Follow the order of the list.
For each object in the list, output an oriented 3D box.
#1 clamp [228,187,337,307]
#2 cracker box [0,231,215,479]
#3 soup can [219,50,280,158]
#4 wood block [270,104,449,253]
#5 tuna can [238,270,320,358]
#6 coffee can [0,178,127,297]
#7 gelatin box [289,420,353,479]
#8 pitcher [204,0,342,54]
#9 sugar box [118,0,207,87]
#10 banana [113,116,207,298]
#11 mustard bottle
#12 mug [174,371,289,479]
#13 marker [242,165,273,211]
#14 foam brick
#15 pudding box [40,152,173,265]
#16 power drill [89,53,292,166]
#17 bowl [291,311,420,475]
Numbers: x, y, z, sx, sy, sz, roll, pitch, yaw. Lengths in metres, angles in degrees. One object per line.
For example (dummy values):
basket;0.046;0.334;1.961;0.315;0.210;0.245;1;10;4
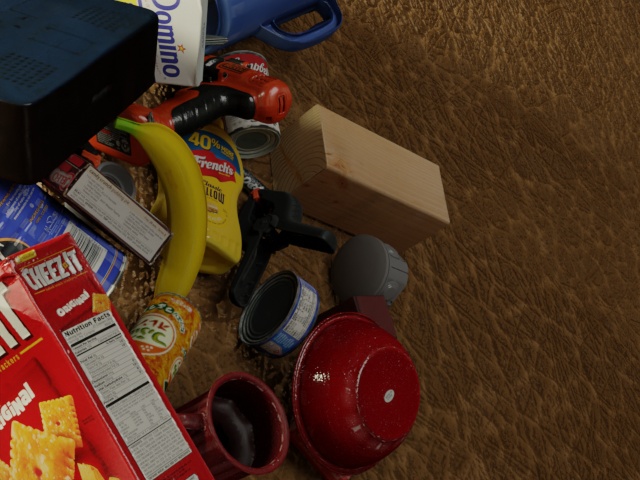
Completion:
clamp;-0.057;0.001;1.098;0.039;0.120;0.172;61;-4;-28
cracker box;-0.198;0.127;0.780;0.214;0.164;0.072;59;34;1
soup can;-0.085;-0.151;1.194;0.068;0.069;0.102;14;55;-43
wood block;0.048;-0.068;1.267;0.205;0.090;0.091;22;49;-38
tuna can;-0.041;0.074;1.066;0.033;0.086;0.086;37;41;-28
coffee can;-0.243;0.008;0.866;0.140;0.103;0.102;41;40;-21
gelatin box;0.013;0.193;1.087;0.073;0.030;0.089;51;37;-9
pitcher;-0.081;-0.293;1.252;0.242;0.149;0.145;-42;136;-50
sugar box;-0.197;-0.200;1.005;0.176;0.093;0.048;6;18;1
banana;-0.138;-0.026;0.983;0.037;0.069;0.198;-114;-166;-70
mustard bottle;-0.124;-0.063;1.093;0.096;0.058;0.191;24;47;-29
mug;-0.097;0.171;0.934;0.117;0.082;0.093;14;54;-43
marker;-0.074;-0.060;1.181;0.121;0.020;0.020;42;39;-20
foam brick;0.032;0.096;1.140;0.051;0.078;0.053;2;65;-49
pudding box;-0.188;-0.035;0.894;0.090;0.039;0.113;31;-8;46
power drill;-0.151;-0.141;1.070;0.187;0.185;0.057;-29;128;-40
bowl;0.048;0.149;1.045;0.161;0.055;0.162;7;81;-43
